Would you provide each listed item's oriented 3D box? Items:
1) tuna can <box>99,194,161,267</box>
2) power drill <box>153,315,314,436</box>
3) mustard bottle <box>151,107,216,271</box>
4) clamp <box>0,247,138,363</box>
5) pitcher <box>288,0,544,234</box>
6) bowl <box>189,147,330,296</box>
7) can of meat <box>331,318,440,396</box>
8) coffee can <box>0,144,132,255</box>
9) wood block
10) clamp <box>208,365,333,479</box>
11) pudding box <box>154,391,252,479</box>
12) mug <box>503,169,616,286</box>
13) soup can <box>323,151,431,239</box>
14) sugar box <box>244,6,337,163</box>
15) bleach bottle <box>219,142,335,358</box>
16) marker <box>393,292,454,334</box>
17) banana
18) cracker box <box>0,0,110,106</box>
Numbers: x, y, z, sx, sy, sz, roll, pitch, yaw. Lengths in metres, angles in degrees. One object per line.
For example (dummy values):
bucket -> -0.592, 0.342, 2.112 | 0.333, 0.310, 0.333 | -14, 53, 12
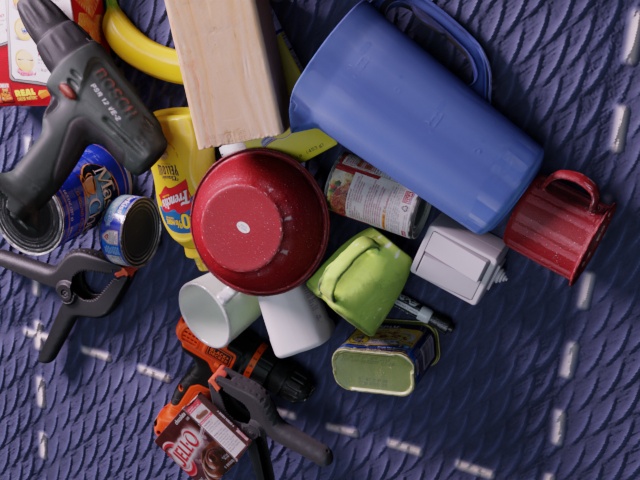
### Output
tuna can -> -0.227, -0.012, 1.276 | 0.034, 0.086, 0.086 | 9, 113, 24
power drill -> -0.116, 0.193, 1.323 | 0.184, 0.057, 0.188 | 31, 118, 8
mustard bottle -> -0.152, -0.056, 1.238 | 0.096, 0.058, 0.191 | 4, 113, 40
clamp -> -0.329, 0.056, 1.378 | 0.210, 0.036, 0.164 | -26, 97, 29
pitcher -> 0.103, -0.125, 1.059 | 0.243, 0.144, 0.149 | 37, 129, 1
bowl -> -0.074, -0.016, 1.125 | 0.162, 0.055, 0.162 | 3, 98, 17
can of meat -> 0.073, 0.129, 1.191 | 0.102, 0.083, 0.057 | 2, 110, 24
coffee can -> -0.304, -0.053, 1.264 | 0.103, 0.140, 0.103 | 9, 113, 22
wood block -> -0.094, -0.205, 1.067 | 0.090, 0.090, 0.206 | -10, 102, 9
clamp -> -0.077, 0.227, 1.273 | 0.171, 0.039, 0.120 | 46, 122, -2
pudding box -> -0.141, 0.242, 1.277 | 0.090, 0.039, 0.114 | 42, 137, 2
mug -> 0.236, -0.022, 1.049 | 0.081, 0.093, 0.117 | 29, 142, 17
soup can -> 0.063, -0.048, 1.136 | 0.102, 0.068, 0.068 | 19, 117, 17
sugar box -> -0.060, -0.163, 1.145 | 0.093, 0.048, 0.176 | -27, 103, 11
bleach bottle -> -0.058, 0.001, 1.206 | 0.068, 0.102, 0.251 | -19, 92, 10
marker -> 0.095, 0.071, 1.196 | 0.121, 0.020, 0.020 | 28, 119, 13
banana -> -0.174, -0.214, 1.201 | 0.198, 0.037, 0.070 | 28, 118, 13
cracker box -> -0.335, -0.265, 1.237 | 0.164, 0.072, 0.214 | 2, 109, 22
